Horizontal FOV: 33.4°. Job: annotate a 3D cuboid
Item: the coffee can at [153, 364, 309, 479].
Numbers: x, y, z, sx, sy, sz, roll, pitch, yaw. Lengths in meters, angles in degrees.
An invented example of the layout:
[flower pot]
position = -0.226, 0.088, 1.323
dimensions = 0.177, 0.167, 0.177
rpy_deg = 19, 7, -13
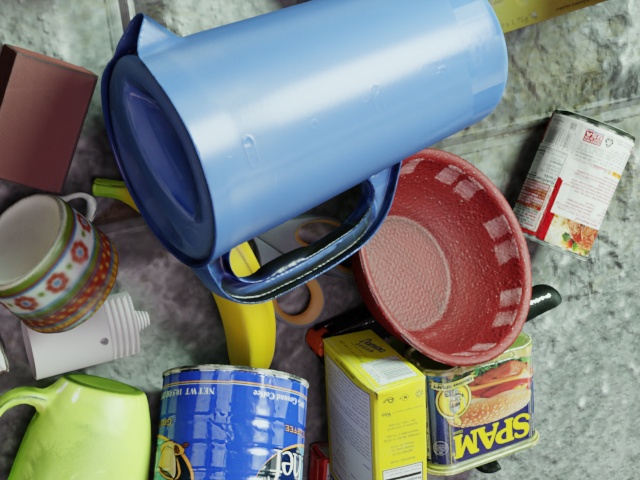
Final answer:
[coffee can]
position = -0.063, 0.163, 0.718
dimensions = 0.102, 0.103, 0.140
rpy_deg = 13, 69, -28

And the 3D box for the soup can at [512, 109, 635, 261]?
[soup can]
position = 0.193, -0.043, 0.828
dimensions = 0.068, 0.069, 0.102
rpy_deg = 18, 96, -28

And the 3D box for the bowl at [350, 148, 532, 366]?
[bowl]
position = 0.077, 0.017, 0.776
dimensions = 0.161, 0.055, 0.162
rpy_deg = 13, 67, -32

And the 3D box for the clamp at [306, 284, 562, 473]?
[clamp]
position = 0.085, 0.106, 0.839
dimensions = 0.209, 0.036, 0.164
rpy_deg = 6, 102, -24

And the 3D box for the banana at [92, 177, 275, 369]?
[banana]
position = -0.073, 0.022, 0.734
dimensions = 0.197, 0.070, 0.037
rpy_deg = 58, 38, -25

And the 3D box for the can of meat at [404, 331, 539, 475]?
[can of meat]
position = 0.113, 0.117, 0.801
dimensions = 0.102, 0.058, 0.084
rpy_deg = -13, 109, -24

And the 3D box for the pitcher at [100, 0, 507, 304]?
[pitcher]
position = -0.001, -0.078, 0.672
dimensions = 0.242, 0.145, 0.149
rpy_deg = -25, 153, -26

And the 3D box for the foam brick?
[foam brick]
position = -0.176, -0.074, 0.654
dimensions = 0.051, 0.053, 0.078
rpy_deg = 15, 99, -28

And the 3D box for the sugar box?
[sugar box]
position = 0.040, 0.163, 0.768
dimensions = 0.048, 0.093, 0.176
rpy_deg = -12, 111, -18

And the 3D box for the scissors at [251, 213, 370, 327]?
[scissors]
position = -0.055, 0.001, 0.754
dimensions = 0.201, 0.016, 0.096
rpy_deg = 19, 97, -28
